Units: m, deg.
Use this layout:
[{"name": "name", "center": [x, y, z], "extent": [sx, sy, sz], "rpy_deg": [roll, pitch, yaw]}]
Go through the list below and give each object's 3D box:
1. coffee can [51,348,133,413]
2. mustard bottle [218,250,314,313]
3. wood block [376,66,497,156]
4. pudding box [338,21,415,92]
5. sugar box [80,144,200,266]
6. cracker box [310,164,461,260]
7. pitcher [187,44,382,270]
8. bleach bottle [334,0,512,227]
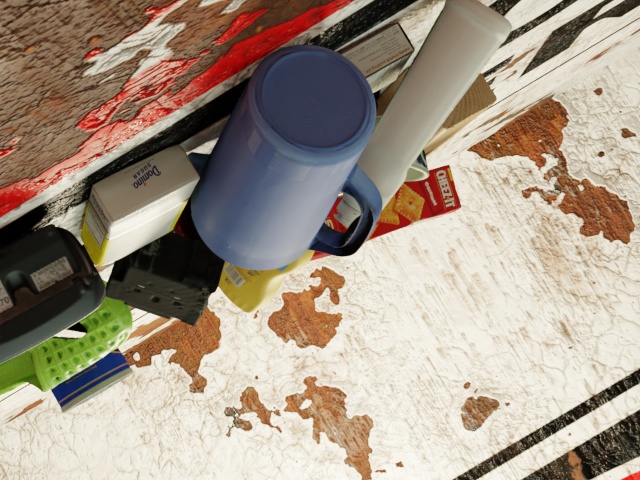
[{"name": "coffee can", "center": [-0.319, 0.135, 1.370], "extent": [0.103, 0.140, 0.103], "rpy_deg": [-31, 176, -2]}, {"name": "mustard bottle", "center": [-0.058, 0.001, 1.288], "extent": [0.058, 0.096, 0.192], "rpy_deg": [-24, 163, -48]}, {"name": "wood block", "center": [0.127, -0.161, 1.383], "extent": [0.090, 0.090, 0.206], "rpy_deg": [-30, 176, -24]}, {"name": "pudding box", "center": [0.029, -0.158, 1.029], "extent": [0.113, 0.039, 0.090], "rpy_deg": [-32, 175, -11]}, {"name": "sugar box", "center": [-0.178, -0.031, 1.027], "extent": [0.093, 0.048, 0.176], "rpy_deg": [-29, 172, -22]}, {"name": "cracker box", "center": [0.057, -0.032, 1.440], "extent": [0.213, 0.072, 0.164], "rpy_deg": [-18, -178, -36]}, {"name": "pitcher", "center": [-0.025, -0.067, 0.955], "extent": [0.149, 0.145, 0.243], "rpy_deg": [-12, 164, -19]}, {"name": "bleach bottle", "center": [0.090, -0.119, 1.042], "extent": [0.251, 0.068, 0.102], "rpy_deg": [-57, 177, 13]}]
